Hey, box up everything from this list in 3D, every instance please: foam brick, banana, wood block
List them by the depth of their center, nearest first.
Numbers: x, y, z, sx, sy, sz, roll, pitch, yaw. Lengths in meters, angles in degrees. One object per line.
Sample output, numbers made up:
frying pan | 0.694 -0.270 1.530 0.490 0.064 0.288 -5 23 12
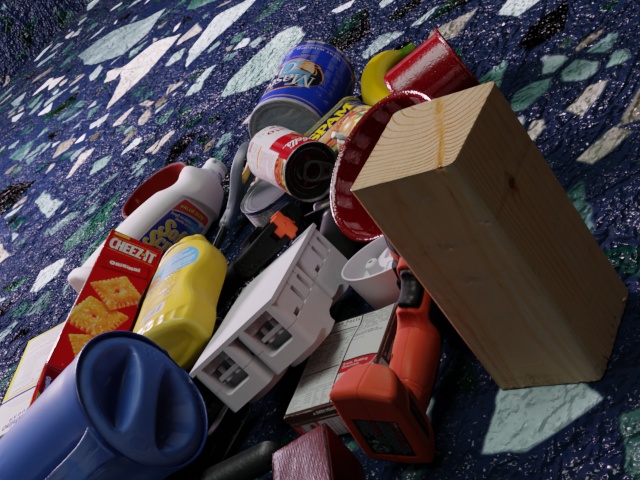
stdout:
wood block | 0.126 0.002 0.757 0.090 0.206 0.090 -13 35 42
foam brick | 0.000 0.187 0.799 0.051 0.053 0.078 -33 25 12
banana | 0.081 -0.196 1.333 0.070 0.037 0.197 -28 28 24

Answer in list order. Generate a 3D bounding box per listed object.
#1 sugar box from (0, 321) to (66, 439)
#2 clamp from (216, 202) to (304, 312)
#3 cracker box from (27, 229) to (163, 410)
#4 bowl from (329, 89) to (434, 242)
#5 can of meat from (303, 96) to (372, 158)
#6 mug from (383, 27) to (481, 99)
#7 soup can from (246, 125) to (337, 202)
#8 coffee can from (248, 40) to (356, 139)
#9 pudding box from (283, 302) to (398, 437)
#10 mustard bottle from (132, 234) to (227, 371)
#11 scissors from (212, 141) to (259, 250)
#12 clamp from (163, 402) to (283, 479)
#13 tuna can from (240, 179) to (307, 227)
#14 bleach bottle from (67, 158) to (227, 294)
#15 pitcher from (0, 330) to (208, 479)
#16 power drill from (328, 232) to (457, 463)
sugar box | -0.324 0.173 1.258 0.093 0.048 0.176 -27 32 23
clamp | -0.057 0.001 1.127 0.164 0.036 0.210 -51 4 -27
cracker box | -0.242 0.119 1.133 0.213 0.072 0.164 -76 11 -52
bowl | 0.082 -0.066 1.062 0.162 0.055 0.162 -30 48 41
can of meat | 0.035 -0.115 1.241 0.102 0.057 0.084 -44 29 -8
mug | 0.127 -0.175 1.196 0.081 0.093 0.117 -38 -6 12
soup can | -0.033 -0.087 1.196 0.068 0.068 0.102 -44 31 -10
coffee can | -0.021 -0.174 1.356 0.103 0.102 0.140 -20 31 34
pudding box | 0.027 0.111 0.904 0.090 0.039 0.113 -23 27 36
mustard bottle | -0.136 0.052 1.059 0.096 0.058 0.191 -39 23 25
scissors | -0.112 -0.041 1.291 0.016 0.096 0.201 13 45 17
clamp | -0.101 0.210 0.908 0.171 0.039 0.120 -50 18 -10
tuna can | -0.052 -0.051 1.276 0.086 0.033 0.086 -31 27 17
bleach bottle | -0.199 -0.013 1.326 0.068 0.102 0.250 -1 46 45
pitcher | -0.225 0.200 0.942 0.243 0.149 0.145 -41 50 30
power drill | 0.064 0.056 0.801 0.057 0.184 0.187 -1 49 29
